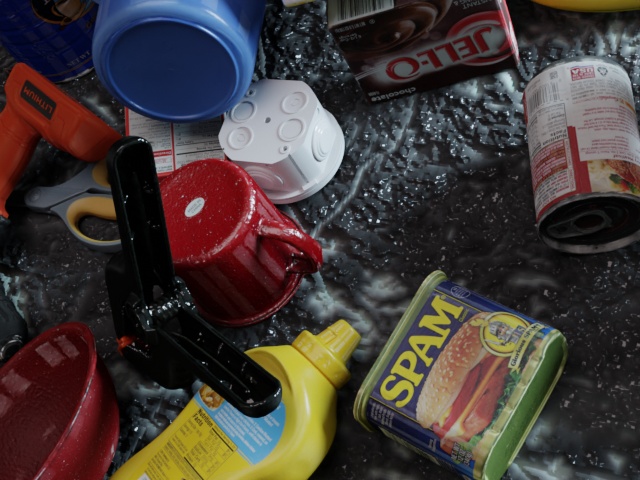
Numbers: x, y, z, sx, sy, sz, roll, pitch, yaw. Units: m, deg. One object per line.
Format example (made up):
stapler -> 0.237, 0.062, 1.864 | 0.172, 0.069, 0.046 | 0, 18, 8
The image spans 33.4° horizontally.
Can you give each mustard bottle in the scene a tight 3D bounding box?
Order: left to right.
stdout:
mustard bottle -> -0.047, 0.121, 0.641 | 0.191, 0.058, 0.096 | -46, 39, -6

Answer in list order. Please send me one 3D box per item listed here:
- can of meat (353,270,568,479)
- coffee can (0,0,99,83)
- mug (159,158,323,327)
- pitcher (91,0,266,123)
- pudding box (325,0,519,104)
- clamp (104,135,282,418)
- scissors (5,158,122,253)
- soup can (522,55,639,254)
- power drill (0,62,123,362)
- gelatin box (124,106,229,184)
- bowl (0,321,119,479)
can of meat -> 0.082, 0.081, 0.613 | 0.084, 0.057, 0.102 | 25, 75, 29
coffee can -> -0.235, -0.208, 0.856 | 0.103, 0.140, 0.103 | -10, 59, 17
mug -> -0.055, 0.001, 0.699 | 0.117, 0.081, 0.093 | 10, 67, 27
pitcher -> -0.105, -0.204, 0.777 | 0.149, 0.144, 0.243 | -28, 42, 32
pudding box -> 0.070, -0.143, 0.722 | 0.114, 0.090, 0.039 | -11, 57, 18
clamp -> -0.089, 0.049, 0.636 | 0.036, 0.210, 0.164 | -26, 78, -24
scissors -> -0.202, -0.046, 0.828 | 0.202, 0.016, 0.096 | 20, 70, 31
soup can -> 0.160, -0.052, 0.647 | 0.069, 0.068, 0.102 | -10, 59, 17
power drill -> -0.230, -0.024, 0.784 | 0.185, 0.057, 0.187 | 38, 90, 32
gelatin box -> -0.105, -0.075, 0.785 | 0.073, 0.030, 0.089 | -8, 59, -1
bowl -> -0.178, 0.132, 0.672 | 0.162, 0.055, 0.162 | -35, 31, 24
